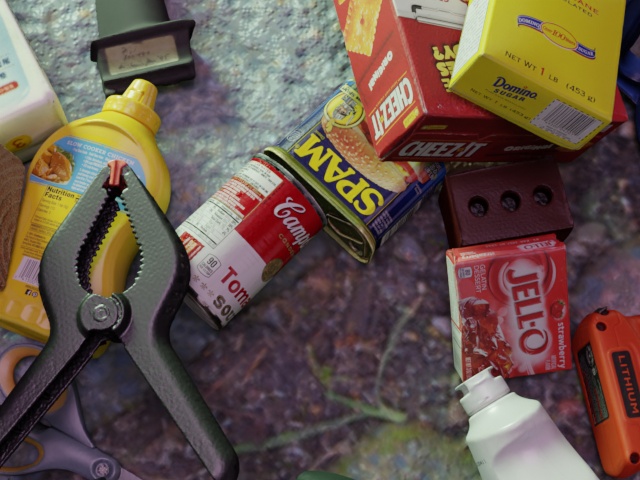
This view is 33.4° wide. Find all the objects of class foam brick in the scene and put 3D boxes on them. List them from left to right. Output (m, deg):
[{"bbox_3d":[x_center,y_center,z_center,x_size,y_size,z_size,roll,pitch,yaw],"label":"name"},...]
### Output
[{"bbox_3d":[0.124,-0.019,0.723,0.078,0.051,0.053,-10,73,-4],"label":"foam brick"}]

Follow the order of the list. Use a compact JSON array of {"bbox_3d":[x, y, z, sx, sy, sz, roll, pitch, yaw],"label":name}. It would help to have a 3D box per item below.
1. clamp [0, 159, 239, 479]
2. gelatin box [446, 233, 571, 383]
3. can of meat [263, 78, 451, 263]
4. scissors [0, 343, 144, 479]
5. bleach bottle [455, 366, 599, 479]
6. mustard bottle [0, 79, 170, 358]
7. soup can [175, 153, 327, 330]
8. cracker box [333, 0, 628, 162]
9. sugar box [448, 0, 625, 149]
[{"bbox_3d":[-0.118,0.054,0.644,0.164,0.036,0.210,5,72,8],"label":"clamp"},{"bbox_3d":[0.122,0.044,0.691,0.073,0.030,0.089,-8,110,-3],"label":"gelatin box"},{"bbox_3d":[0.026,-0.050,0.731,0.102,0.057,0.084,43,74,11],"label":"can of meat"},{"bbox_3d":[-0.141,0.128,0.693,0.202,0.016,0.096,13,78,4],"label":"scissors"},{"bbox_3d":[0.160,0.187,0.631,0.068,0.103,0.251,-28,76,-14],"label":"bleach bottle"},{"bbox_3d":[-0.155,-0.024,0.720,0.096,0.058,0.191,18,74,11],"label":"mustard bottle"},{"bbox_3d":[-0.055,0.001,0.708,0.068,0.068,0.102,42,78,12],"label":"soup can"},{"bbox_3d":[0.095,-0.159,0.725,0.163,0.072,0.214,-2,67,-27],"label":"cracker box"},{"bbox_3d":[0.143,-0.150,0.671,0.093,0.048,0.176,24,59,-14],"label":"sugar box"}]
